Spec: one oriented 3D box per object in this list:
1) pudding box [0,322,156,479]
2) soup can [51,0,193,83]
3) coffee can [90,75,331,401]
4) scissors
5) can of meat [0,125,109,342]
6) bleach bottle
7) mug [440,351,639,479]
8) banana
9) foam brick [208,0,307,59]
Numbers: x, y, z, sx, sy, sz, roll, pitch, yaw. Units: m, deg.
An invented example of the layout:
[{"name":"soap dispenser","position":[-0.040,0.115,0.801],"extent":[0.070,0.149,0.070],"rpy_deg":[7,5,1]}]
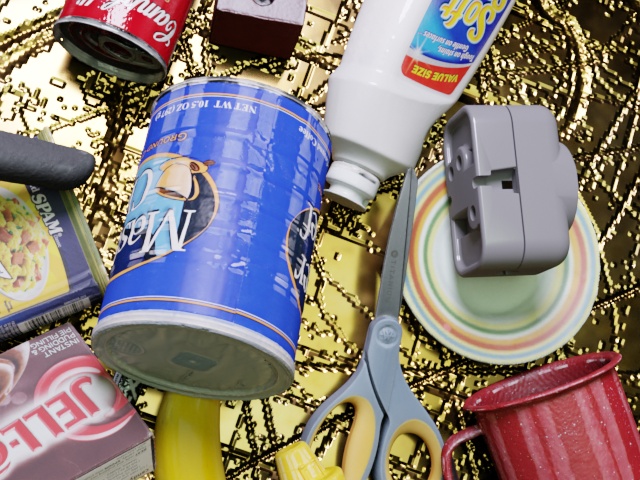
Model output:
[{"name":"pudding box","position":[-0.153,0.102,0.540],"extent":[0.113,0.039,0.090],"rpy_deg":[-28,52,-25]},{"name":"soup can","position":[-0.103,-0.151,0.614],"extent":[0.068,0.069,0.102],"rpy_deg":[21,75,-7]},{"name":"coffee can","position":[-0.054,0.001,0.561],"extent":[0.102,0.103,0.140],"rpy_deg":[14,63,-9]},{"name":"scissors","position":[0.051,0.068,0.615],"extent":[0.096,0.016,0.202],"rpy_deg":[26,85,-12]},{"name":"can of meat","position":[-0.168,0.001,0.577],"extent":[0.083,0.057,0.102],"rpy_deg":[-22,85,-13]},{"name":"bleach bottle","position":[0.069,-0.133,0.641],"extent":[0.102,0.068,0.251],"rpy_deg":[32,79,-48]},{"name":"mug","position":[0.126,0.120,0.600],"extent":[0.117,0.093,0.081],"rpy_deg":[-19,88,-3]},{"name":"banana","position":[-0.050,0.150,0.582],"extent":[0.069,0.037,0.198],"rpy_deg":[-13,82,-13]},{"name":"foam brick","position":[-0.034,-0.157,0.637],"extent":[0.053,0.051,0.078],"rpy_deg":[9,78,-9]}]
